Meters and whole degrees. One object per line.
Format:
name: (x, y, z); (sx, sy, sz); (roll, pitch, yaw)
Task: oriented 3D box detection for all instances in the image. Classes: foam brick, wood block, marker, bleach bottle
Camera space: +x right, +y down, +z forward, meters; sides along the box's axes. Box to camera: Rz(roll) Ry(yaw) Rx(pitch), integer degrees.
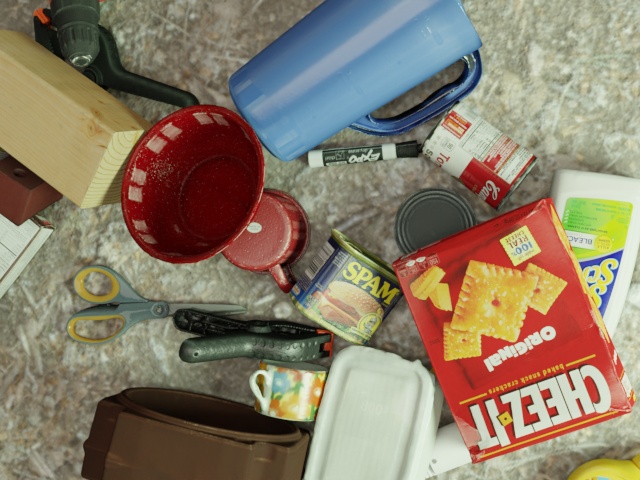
foam brick: (-0.314, -0.062, 1.144); (0.053, 0.078, 0.051); (34, 126, 7)
wood block: (-0.280, -0.130, 1.109); (0.206, 0.090, 0.091); (35, 109, 17)
marker: (0.048, -0.091, 1.125); (0.121, 0.020, 0.020); (-5, 89, 8)
bleach bottle: (0.264, 0.058, 1.070); (0.102, 0.068, 0.251); (8, 93, 11)

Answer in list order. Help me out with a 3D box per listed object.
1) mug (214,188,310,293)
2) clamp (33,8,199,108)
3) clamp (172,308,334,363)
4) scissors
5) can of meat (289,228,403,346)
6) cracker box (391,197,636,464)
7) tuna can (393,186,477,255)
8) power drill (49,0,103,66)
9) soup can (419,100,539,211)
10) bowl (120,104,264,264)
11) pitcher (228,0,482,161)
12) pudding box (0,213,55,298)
mug: (-0.057, 0.001, 1.109); (0.093, 0.081, 0.117); (-24, 86, 8)
clamp: (-0.251, -0.161, 1.163); (0.165, 0.036, 0.210); (-45, 81, 12)
clamp: (-0.074, 0.099, 1.111); (0.171, 0.120, 0.039); (5, 108, -21)
scissors: (-0.186, 0.058, 1.162); (0.202, 0.016, 0.096); (-16, 87, 8)
can of meat: (0.029, 0.050, 1.092); (0.102, 0.057, 0.084); (33, 98, -30)
cracker box: (0.184, 0.086, 1.027); (0.164, 0.072, 0.214); (-23, 85, 19)
tuna can: (0.120, -0.012, 1.106); (0.086, 0.033, 0.086); (0, 90, 9)
power drill: (-0.198, -0.282, 1.124); (0.187, 0.057, 0.184); (-15, 68, 5)
soup can: (0.161, -0.087, 1.083); (0.102, 0.068, 0.068); (38, 95, 7)
bowl: (-0.116, -0.050, 1.055); (0.162, 0.055, 0.162); (-6, 74, 24)
pitcher: (0.037, -0.179, 1.082); (0.243, 0.145, 0.149); (-34, 73, 11)
pudding box: (-0.363, 0.000, 1.178); (0.090, 0.039, 0.113); (40, 97, 6)
